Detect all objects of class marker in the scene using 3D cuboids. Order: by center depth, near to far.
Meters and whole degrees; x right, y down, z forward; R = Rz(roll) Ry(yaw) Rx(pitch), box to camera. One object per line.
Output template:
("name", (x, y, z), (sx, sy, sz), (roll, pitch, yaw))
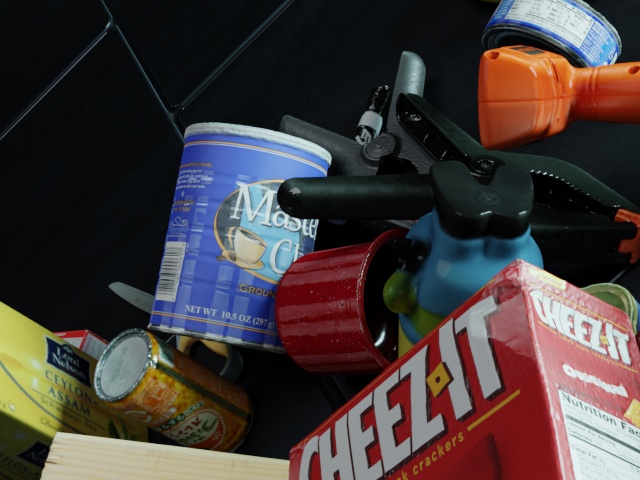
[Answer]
("marker", (0.030, -0.068, 0.814), (0.020, 0.020, 0.121), (-1, 59, 43))

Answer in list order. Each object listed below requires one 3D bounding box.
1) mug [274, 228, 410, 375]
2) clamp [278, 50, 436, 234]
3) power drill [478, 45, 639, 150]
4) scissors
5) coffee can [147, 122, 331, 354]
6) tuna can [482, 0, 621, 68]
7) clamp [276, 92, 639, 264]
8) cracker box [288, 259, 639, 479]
("mug", (0.032, 0.038, 0.683), (0.082, 0.093, 0.117), (-10, 22, 44))
("clamp", (0.053, -0.066, 0.768), (0.120, 0.039, 0.172), (-38, 53, 3))
("power drill", (0.179, -0.073, 0.543), (0.188, 0.184, 0.057), (3, 99, 22))
("scissors", (-0.103, 0.047, 0.849), (0.096, 0.016, 0.202), (-48, 40, -1))
("coffee can", (-0.055, 0.001, 0.731), (0.103, 0.102, 0.140), (3, 80, 44))
("tuna can", (0.150, -0.128, 0.699), (0.086, 0.086, 0.033), (19, 75, 49))
("clamp", (0.100, -0.037, 0.665), (0.210, 0.036, 0.164), (15, 37, 20))
("cracker box", (0.053, 0.137, 0.395), (0.164, 0.072, 0.213), (-45, 29, 34))
